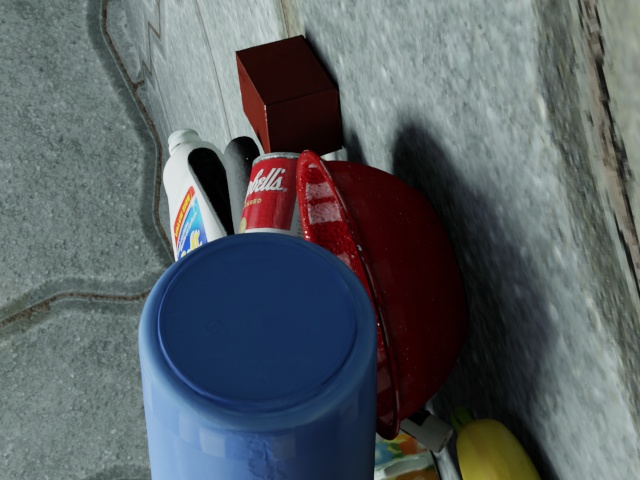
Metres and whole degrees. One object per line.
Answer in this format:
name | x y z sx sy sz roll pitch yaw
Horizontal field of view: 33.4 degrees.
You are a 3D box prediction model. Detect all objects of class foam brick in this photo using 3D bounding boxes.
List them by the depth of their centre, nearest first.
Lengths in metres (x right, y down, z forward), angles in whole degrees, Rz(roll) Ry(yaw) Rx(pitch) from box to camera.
foam brick | -0.022 -0.096 0.727 0.078 0.051 0.053 -117 16 -47

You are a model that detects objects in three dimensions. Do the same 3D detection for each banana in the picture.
banana | 0.104 0.164 0.495 0.069 0.037 0.198 47 -155 -69

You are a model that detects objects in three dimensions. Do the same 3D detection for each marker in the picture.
marker | 0.026 0.090 0.655 0.121 0.020 0.020 31 150 21

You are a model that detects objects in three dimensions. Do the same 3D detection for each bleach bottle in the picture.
bleach bottle | -0.089 0.014 0.904 0.103 0.067 0.251 -55 46 44

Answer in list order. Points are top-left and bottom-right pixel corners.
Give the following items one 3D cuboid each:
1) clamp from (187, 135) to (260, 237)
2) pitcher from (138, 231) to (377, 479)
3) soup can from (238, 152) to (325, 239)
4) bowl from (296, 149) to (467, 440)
clamp | -0.055 0.001 0.797 0.120 0.039 0.171 -151 45 -68
pitcher | -0.029 0.116 0.560 0.149 0.144 0.243 35 150 23
soup can | -0.020 0.003 0.688 0.068 0.068 0.102 107 174 -72
bowl | 0.036 0.023 0.577 0.162 0.055 0.162 164 90 -80
